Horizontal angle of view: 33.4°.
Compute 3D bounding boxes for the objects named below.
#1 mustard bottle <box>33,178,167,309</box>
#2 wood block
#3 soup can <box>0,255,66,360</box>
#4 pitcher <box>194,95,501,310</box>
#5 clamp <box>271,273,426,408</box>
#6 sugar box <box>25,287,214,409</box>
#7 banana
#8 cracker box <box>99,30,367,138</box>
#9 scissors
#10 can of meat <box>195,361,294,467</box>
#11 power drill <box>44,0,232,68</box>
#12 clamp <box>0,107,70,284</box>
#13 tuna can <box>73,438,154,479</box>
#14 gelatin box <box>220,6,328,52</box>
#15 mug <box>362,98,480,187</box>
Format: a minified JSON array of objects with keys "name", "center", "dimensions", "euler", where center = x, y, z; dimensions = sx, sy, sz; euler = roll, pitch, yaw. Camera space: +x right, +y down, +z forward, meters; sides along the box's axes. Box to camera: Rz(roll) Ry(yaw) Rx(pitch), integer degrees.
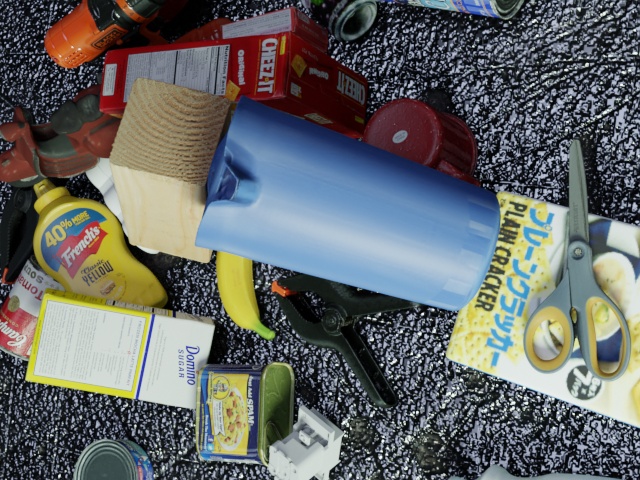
[{"name":"mustard bottle","center":[-0.254,0.013,1.158],"dimensions":[0.096,0.058,0.192],"euler":[-34,79,-6]},{"name":"wood block","center":[-0.140,-0.062,1.028],"dimensions":[0.090,0.206,0.091],"euler":[14,70,0]},{"name":"soup can","center":[-0.322,0.076,1.206],"dimensions":[0.069,0.068,0.102],"euler":[34,97,28]},{"name":"pitcher","center":[0.022,-0.027,0.915],"dimensions":[0.242,0.145,0.149],"euler":[18,52,-4]},{"name":"clamp","center":[0.023,0.086,1.035],"dimensions":[0.172,0.039,0.120],"euler":[18,98,36]},{"name":"sugar box","center":[-0.204,0.110,1.093],"dimensions":[0.176,0.048,0.093],"euler":[12,95,-12]},{"name":"banana","center":[-0.075,0.006,1.104],"dimensions":[0.070,0.037,0.198],"euler":[-3,81,17]},{"name":"cracker box","center":[-0.084,-0.147,1.060],"dimensions":[0.214,0.164,0.072],"euler":[0,82,29]},{"name":"scissors","center":[0.199,0.023,0.887],"dimensions":[0.096,0.016,0.202],"euler":[-21,71,23]},{"name":"can of meat","center":[-0.076,0.172,1.065],"dimensions":[0.084,0.057,0.102],"euler":[-3,81,29]},{"name":"power drill","center":[-0.163,-0.222,1.102],"dimensions":[0.185,0.187,0.057],"euler":[-27,68,23]},{"name":"clamp","center":[-0.326,-0.049,1.234],"dimensions":[0.165,0.036,0.210],"euler":[9,88,46]},{"name":"tuna can","center":[-0.221,0.255,1.141],"dimensions":[0.086,0.033,0.086],"euler":[-5,79,28]},{"name":"gelatin box","center":[-0.047,-0.209,1.101],"dimensions":[0.089,0.073,0.030],"euler":[-9,78,27]},{"name":"mug","center":[0.099,-0.079,0.997],"dimensions":[0.117,0.081,0.093],"euler":[40,101,27]}]
